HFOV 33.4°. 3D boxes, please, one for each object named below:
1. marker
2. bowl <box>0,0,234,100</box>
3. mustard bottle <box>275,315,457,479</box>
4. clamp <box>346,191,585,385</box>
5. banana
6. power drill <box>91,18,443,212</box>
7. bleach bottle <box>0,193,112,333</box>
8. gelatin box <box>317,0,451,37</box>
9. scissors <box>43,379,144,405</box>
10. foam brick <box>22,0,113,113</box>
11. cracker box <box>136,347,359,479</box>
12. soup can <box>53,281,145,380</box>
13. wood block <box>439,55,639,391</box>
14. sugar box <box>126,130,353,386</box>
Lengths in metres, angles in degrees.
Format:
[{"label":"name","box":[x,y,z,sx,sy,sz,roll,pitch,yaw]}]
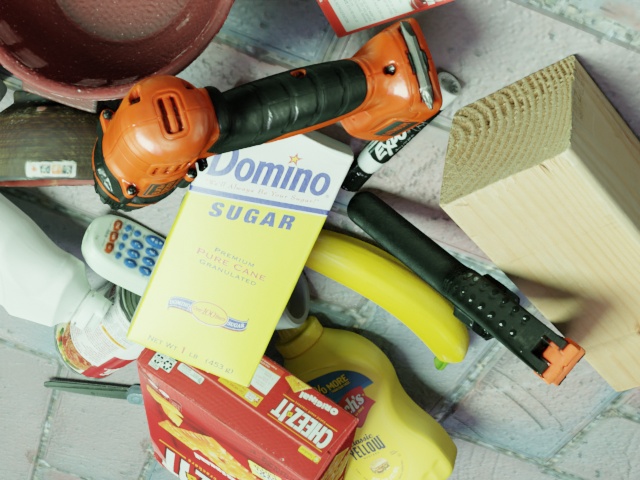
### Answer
[{"label":"marker","box":[0.048,-0.067,0.699,0.020,0.020,0.121,30,137,-17]},{"label":"bowl","box":[-0.117,-0.157,0.586,0.162,0.055,0.162,1,95,7]},{"label":"mustard bottle","box":[0.023,0.131,0.879,0.096,0.058,0.191,-29,106,29]},{"label":"clamp","box":[0.100,0.036,0.699,0.164,0.210,0.036,37,92,-18]},{"label":"banana","box":[0.054,0.045,0.810,0.070,0.037,0.197,-27,124,38]},{"label":"power drill","box":[-0.038,-0.065,0.614,0.187,0.057,0.185,-19,180,-19]},{"label":"bleach bottle","box":[-0.267,-0.012,0.795,0.250,0.068,0.103,33,141,-8]},{"label":"gelatin box","box":[0.033,-0.160,0.592,0.089,0.030,0.073,-13,131,28]},{"label":"scissors","box":[-0.162,0.135,0.994,0.201,0.016,0.096,15,138,0]},{"label":"foam brick","box":[-0.152,-0.129,0.666,0.051,0.053,0.078,18,140,-3]},{"label":"cracker box","box":[-0.062,0.161,0.860,0.164,0.072,0.214,32,152,14]},{"label":"soup can","box":[-0.164,0.067,0.878,0.068,0.068,0.102,38,134,-24]},{"label":"wood block","box":[0.175,-0.004,0.679,0.091,0.090,0.206,-24,126,35]},{"label":"sugar box","box":[-0.055,0.001,0.719,0.093,0.048,0.176,22,105,-8]}]
